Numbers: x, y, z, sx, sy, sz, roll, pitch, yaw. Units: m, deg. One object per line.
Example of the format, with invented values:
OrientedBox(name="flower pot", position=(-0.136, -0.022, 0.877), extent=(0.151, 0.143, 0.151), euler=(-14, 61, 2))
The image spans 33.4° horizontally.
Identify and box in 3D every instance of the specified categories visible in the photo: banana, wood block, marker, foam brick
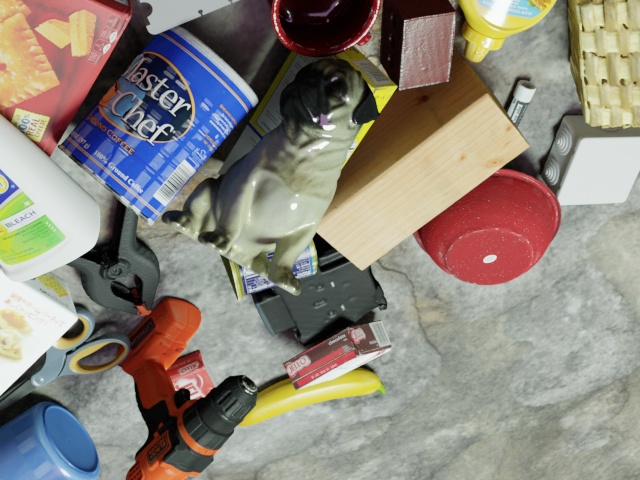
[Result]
OrientedBox(name="banana", position=(-0.008, 0.185, 1.284), extent=(0.197, 0.037, 0.070), euler=(-9, 133, -14))
OrientedBox(name="wood block", position=(0.084, -0.078, 1.041), extent=(0.206, 0.091, 0.090), euler=(-37, 133, 14))
OrientedBox(name="marker", position=(0.191, -0.110, 1.104), extent=(0.020, 0.020, 0.121), euler=(1, 130, -22))
OrientedBox(name="foam brick", position=(0.088, -0.185, 0.972), extent=(0.051, 0.053, 0.078), euler=(-11, 133, -12))

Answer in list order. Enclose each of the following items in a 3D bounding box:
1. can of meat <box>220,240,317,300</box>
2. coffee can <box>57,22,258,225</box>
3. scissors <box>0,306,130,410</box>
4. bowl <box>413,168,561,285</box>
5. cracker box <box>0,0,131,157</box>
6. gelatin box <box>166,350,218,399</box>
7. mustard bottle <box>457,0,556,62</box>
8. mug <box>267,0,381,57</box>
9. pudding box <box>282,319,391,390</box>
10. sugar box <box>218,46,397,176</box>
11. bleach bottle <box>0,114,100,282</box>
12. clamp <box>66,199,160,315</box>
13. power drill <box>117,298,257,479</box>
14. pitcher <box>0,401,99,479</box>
OrientedBox(name="can of meat", position=(-0.057, 0.001, 1.053), extent=(0.084, 0.102, 0.057), euler=(-17, 135, -9))
OrientedBox(name="coffee can", position=(-0.136, -0.098, 0.899), extent=(0.140, 0.103, 0.102), euler=(-50, 132, -4))
OrientedBox(name="scissors", position=(-0.301, 0.129, 1.133), extent=(0.202, 0.016, 0.096), euler=(-20, 123, 9))
OrientedBox(name="bowl", position=(0.179, -0.002, 1.140), extent=(0.162, 0.055, 0.162), euler=(2, 138, 1))
OrientedBox(name="cracker box", position=(-0.279, -0.166, 0.832), extent=(0.213, 0.072, 0.164), euler=(19, 124, -33))
OrientedBox(name="gelatin box", position=(-0.155, 0.174, 1.222), extent=(0.073, 0.030, 0.089), euler=(-21, 135, -2))
OrientedBox(name="mustard bottle", position=(0.173, -0.244, 0.947), extent=(0.096, 0.058, 0.192), euler=(9, 127, -19))
OrientedBox(name="mug", position=(0.002, -0.208, 0.897), extent=(0.093, 0.081, 0.117), euler=(-42, 132, 17))
OrientedBox(name="pudding box", position=(0.021, 0.128, 1.198), extent=(0.090, 0.039, 0.113), euler=(-30, 167, 20))
OrientedBox(name="sugar box", position=(-0.015, -0.100, 0.980), extent=(0.048, 0.093, 0.176), euler=(-15, 146, -52))
OrientedBox(name="bleach bottle", position=(-0.284, -0.064, 0.839), extent=(0.103, 0.068, 0.250), euler=(-22, 140, 17))
OrientedBox(name="clamp", position=(-0.217, 0.020, 1.051), extent=(0.120, 0.039, 0.171), euler=(-16, 135, -5))
OrientedBox(name="power drill", position=(-0.144, 0.150, 1.094), extent=(0.057, 0.188, 0.185), euler=(29, 117, -36))
OrientedBox(name="pitcher", position=(-0.368, 0.287, 1.167), extent=(0.243, 0.149, 0.145), euler=(-36, 134, 8))
